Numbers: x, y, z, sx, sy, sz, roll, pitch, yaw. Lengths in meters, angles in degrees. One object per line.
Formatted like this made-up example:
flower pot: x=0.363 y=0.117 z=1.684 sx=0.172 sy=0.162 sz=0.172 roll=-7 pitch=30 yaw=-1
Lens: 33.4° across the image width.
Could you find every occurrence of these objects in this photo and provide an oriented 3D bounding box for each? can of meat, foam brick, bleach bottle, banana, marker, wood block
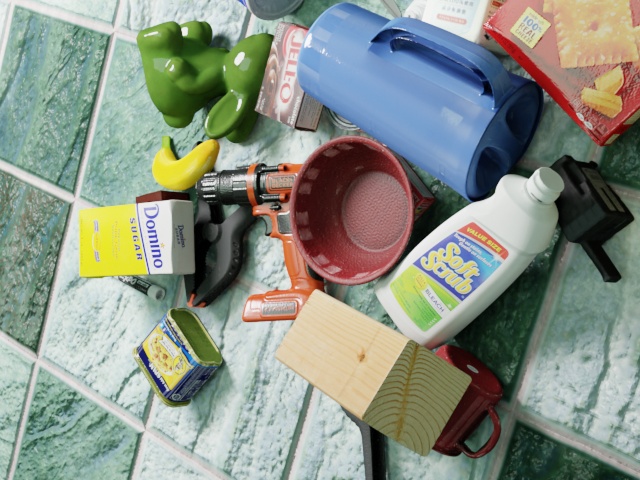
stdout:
can of meat: x=-0.183 y=0.149 z=1.377 sx=0.084 sy=0.057 sz=0.102 roll=-49 pitch=62 yaw=23
foam brick: x=-0.205 y=-0.022 z=1.401 sx=0.053 sy=0.051 sz=0.078 roll=-12 pitch=81 yaw=38
bleach bottle: x=0.153 y=0.008 z=1.064 sx=0.102 sy=0.067 sz=0.251 roll=55 pitch=138 yaw=17
banana: x=-0.177 y=-0.096 z=1.347 sx=0.198 sy=0.037 sz=0.069 roll=15 pitch=102 yaw=61
marker: x=-0.259 y=0.054 z=1.462 sx=0.121 sy=0.020 sz=0.020 roll=23 pitch=102 yaw=36
wood block: x=0.047 y=0.129 z=1.091 sx=0.091 sy=0.090 sz=0.206 roll=-58 pitch=27 yaw=-4

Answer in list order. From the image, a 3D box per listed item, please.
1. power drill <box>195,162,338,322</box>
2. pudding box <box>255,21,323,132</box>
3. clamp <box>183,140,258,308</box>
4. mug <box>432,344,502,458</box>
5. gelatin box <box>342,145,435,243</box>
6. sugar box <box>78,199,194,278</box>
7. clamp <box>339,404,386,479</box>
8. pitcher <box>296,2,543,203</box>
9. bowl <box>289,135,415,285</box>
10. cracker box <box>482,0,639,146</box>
power drill: x=-0.058 y=0.002 z=1.257 sx=0.185 sy=0.057 sz=0.187 roll=-3 pitch=90 yaw=20
pudding box: x=-0.027 y=-0.191 z=1.243 sx=0.090 sy=0.039 sz=0.113 roll=32 pitch=112 yaw=51
clamp: x=-0.134 y=-0.018 z=1.355 sx=0.165 sy=0.036 sz=0.210 roll=31 pitch=103 yaw=36
mug: x=0.141 y=0.170 z=1.101 sx=0.082 sy=0.093 sz=0.117 roll=-53 pitch=52 yaw=18
gelatin box: x=0.075 y=-0.052 z=1.196 sx=0.073 sy=0.030 sz=0.089 roll=-49 pitch=62 yaw=26
sugar box: x=-0.238 y=0.000 z=1.364 sx=0.177 sy=0.048 sz=0.093 roll=-5 pitch=86 yaw=40
clamp: x=0.071 y=0.187 z=1.187 sx=0.120 sy=0.039 sz=0.171 roll=-33 pitch=68 yaw=29
pitcher: x=0.095 y=-0.157 z=1.091 sx=0.243 sy=0.144 sz=0.149 roll=33 pitch=112 yaw=25
bowl: x=0.045 y=-0.032 z=1.164 sx=0.162 sy=0.055 sz=0.162 roll=0 pitch=91 yaw=36
cracker box: x=0.283 y=-0.217 z=0.983 sx=0.164 sy=0.072 sz=0.214 roll=49 pitch=114 yaw=11
